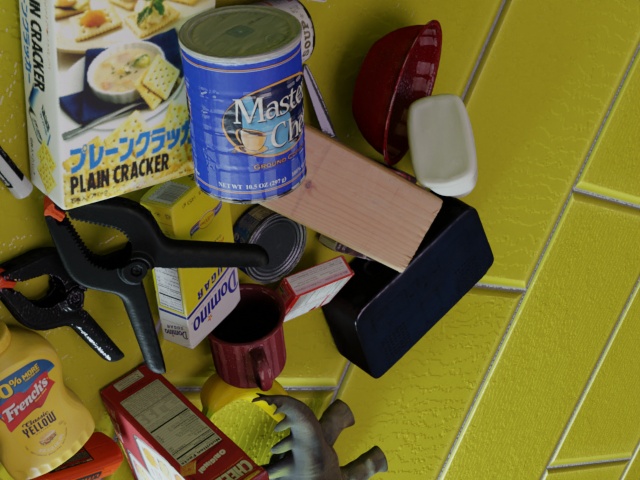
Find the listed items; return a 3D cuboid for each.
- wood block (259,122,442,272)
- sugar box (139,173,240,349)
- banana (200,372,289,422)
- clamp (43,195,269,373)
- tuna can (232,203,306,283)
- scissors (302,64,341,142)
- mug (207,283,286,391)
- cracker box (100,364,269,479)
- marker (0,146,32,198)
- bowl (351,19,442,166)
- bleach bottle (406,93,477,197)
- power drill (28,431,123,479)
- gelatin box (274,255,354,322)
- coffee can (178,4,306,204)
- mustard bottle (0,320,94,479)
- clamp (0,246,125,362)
[{"bbox_3d":[0.012,-0.055,1.104,0.205,0.090,0.091,26,97,-32],"label":"wood block"},{"bbox_3d":[-0.127,0.013,1.073,0.093,0.048,0.176,-46,141,-43],"label":"sugar box"},{"bbox_3d":[-0.084,0.182,1.240,0.197,0.037,0.069,13,88,-57],"label":"banana"},{"bbox_3d":[-0.174,0.030,0.990,0.209,0.036,0.165,30,105,-27],"label":"clamp"},{"bbox_3d":[-0.058,0.001,1.160,0.086,0.034,0.086,-24,130,-33],"label":"tuna can"},{"bbox_3d":[0.003,-0.084,1.152,0.096,0.016,0.201,-42,121,-6],"label":"scissors"},{"bbox_3d":[-0.076,0.114,1.158,0.093,0.117,0.081,-19,134,-15],"label":"mug"},{"bbox_3d":[-0.129,0.247,1.110,0.072,0.214,0.164,-33,135,-26],"label":"cracker box"},{"bbox_3d":[-0.280,-0.080,0.896,0.020,0.020,0.121,-44,138,-15],"label":"marker"},{"bbox_3d":[0.077,-0.164,1.143,0.162,0.055,0.162,90,25,-50],"label":"bowl"},{"bbox_3d":[0.149,-0.090,1.221,0.250,0.068,0.102,32,49,-75],"label":"bleach bottle"},{"bbox_3d":[-0.260,0.299,1.135,0.184,0.057,0.188,-11,122,-42],"label":"power drill"},{"bbox_3d":[-0.015,0.056,1.219,0.089,0.030,0.073,-22,161,-34],"label":"gelatin box"},{"bbox_3d":[-0.065,-0.118,0.921,0.102,0.103,0.140,-27,133,-31],"label":"coffee can"},{"bbox_3d":[-0.286,0.138,1.003,0.096,0.058,0.191,-33,134,-19],"label":"mustard bottle"},{"bbox_3d":[-0.232,0.041,1.011,0.171,0.039,0.120,28,77,-48],"label":"clamp"}]
